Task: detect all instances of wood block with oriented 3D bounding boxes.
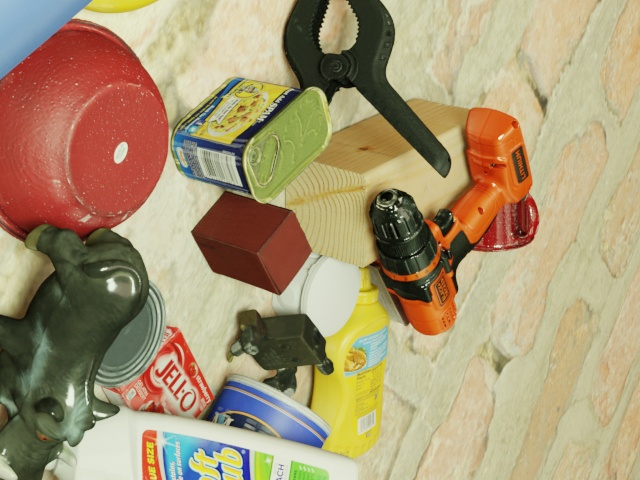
[{"bbox_3d":[0.066,-0.060,1.004,0.205,0.091,0.090,-28,126,-45],"label":"wood block"}]

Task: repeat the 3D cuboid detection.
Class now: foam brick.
[{"bbox_3d":[-0.056,0.001,0.873,0.051,0.078,0.053,-51,139,-26],"label":"foam brick"}]

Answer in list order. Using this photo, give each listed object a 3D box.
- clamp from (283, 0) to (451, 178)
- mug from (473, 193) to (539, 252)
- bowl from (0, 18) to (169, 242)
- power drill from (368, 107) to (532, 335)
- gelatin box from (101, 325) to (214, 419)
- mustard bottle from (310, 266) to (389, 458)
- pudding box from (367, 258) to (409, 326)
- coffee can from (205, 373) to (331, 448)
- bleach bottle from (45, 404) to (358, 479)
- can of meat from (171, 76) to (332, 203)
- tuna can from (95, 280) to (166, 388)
[{"bbox_3d":[0.028,-0.136,0.882,0.036,0.165,0.210,25,66,-73],"label":"clamp"},{"bbox_3d":[0.197,-0.038,1.177,0.093,0.117,0.081,-15,112,-26],"label":"mug"},{"bbox_3d":[-0.155,-0.067,0.729,0.161,0.055,0.162,-26,124,-47],"label":"bowl"},{"bbox_3d":[0.117,-0.030,0.957,0.187,0.057,0.184,-52,145,-22],"label":"power drill"},{"bbox_3d":[-0.130,0.121,0.860,0.073,0.030,0.089,-49,138,-32],"label":"gelatin box"},{"bbox_3d":[0.031,0.116,1.054,0.096,0.058,0.192,-17,117,-52],"label":"mustard bottle"},{"bbox_3d":[0.085,0.021,1.107,0.090,0.039,0.113,-56,141,-22],"label":"pudding box"},{"bbox_3d":[-0.067,0.200,0.915,0.140,0.103,0.102,-61,143,-18],"label":"coffee can"},{"bbox_3d":[-0.098,0.188,0.810,0.250,0.068,0.102,16,75,-21],"label":"bleach bottle"},{"bbox_3d":[-0.055,-0.082,0.835,0.102,0.084,0.057,-47,137,-33],"label":"can of meat"},{"bbox_3d":[-0.157,0.064,0.797,0.085,0.034,0.086,-25,123,-47],"label":"tuna can"}]
